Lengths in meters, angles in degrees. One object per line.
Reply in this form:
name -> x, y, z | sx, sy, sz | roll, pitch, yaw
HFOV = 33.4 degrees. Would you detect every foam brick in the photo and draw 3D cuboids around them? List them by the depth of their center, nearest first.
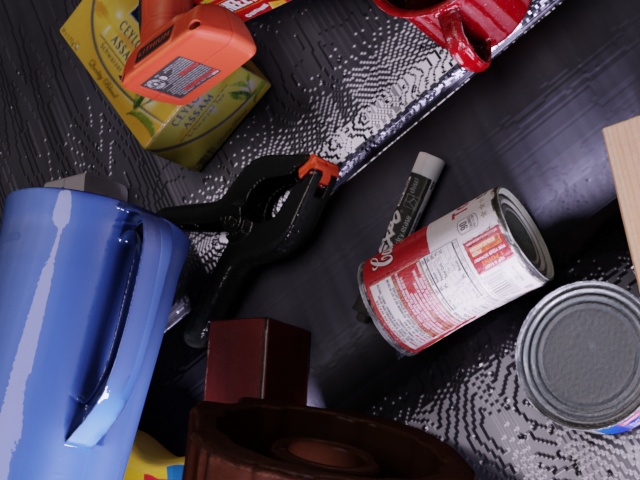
foam brick -> -0.044, 0.096, 0.734 | 0.051, 0.052, 0.078 | -7, 71, 33

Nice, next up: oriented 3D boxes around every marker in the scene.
marker -> 0.051, -0.001, 0.717 | 0.020, 0.020, 0.121 | 24, 91, 37

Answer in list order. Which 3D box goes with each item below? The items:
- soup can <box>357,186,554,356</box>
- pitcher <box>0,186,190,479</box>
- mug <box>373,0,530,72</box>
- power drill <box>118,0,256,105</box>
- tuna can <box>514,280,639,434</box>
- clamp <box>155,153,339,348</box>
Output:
soup can -> 0.083, 0.019, 0.659 | 0.102, 0.068, 0.068 | -31, 61, 24
pitcher -> -0.171, 0.092, 0.716 | 0.145, 0.149, 0.243 | 7, 71, 9
mug -> 0.090, -0.163, 0.698 | 0.093, 0.081, 0.117 | -23, 64, 27
power drill -> -0.086, -0.203, 0.746 | 0.185, 0.057, 0.187 | -28, 57, 46
tuna can -> 0.158, 0.068, 0.613 | 0.086, 0.033, 0.086 | -11, 70, 32
clamp -> -0.055, 0.001, 0.780 | 0.172, 0.039, 0.120 | -29, 68, 33
